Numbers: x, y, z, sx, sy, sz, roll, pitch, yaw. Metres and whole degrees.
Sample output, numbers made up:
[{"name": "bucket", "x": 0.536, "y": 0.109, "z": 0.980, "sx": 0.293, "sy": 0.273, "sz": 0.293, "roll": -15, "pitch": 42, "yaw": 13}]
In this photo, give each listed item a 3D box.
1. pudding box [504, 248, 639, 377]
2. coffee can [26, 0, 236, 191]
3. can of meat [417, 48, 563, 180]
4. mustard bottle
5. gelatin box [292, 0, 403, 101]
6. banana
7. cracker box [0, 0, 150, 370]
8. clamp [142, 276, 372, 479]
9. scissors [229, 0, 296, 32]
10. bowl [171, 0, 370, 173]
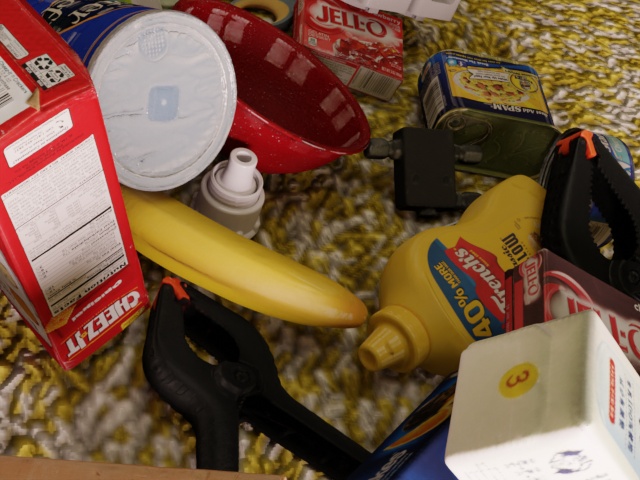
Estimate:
[{"name": "pudding box", "x": 0.155, "y": 0.068, "z": 0.604, "sx": 0.113, "sy": 0.039, "sz": 0.090, "roll": 28, "pitch": 50, "yaw": -27}, {"name": "coffee can", "x": -0.133, "y": -0.096, "z": 0.647, "sx": 0.102, "sy": 0.103, "sz": 0.141, "roll": -22, "pitch": 30, "yaw": -36}, {"name": "can of meat", "x": 0.128, "y": -0.099, "z": 0.828, "sx": 0.102, "sy": 0.057, "sz": 0.084, "roll": 9, "pitch": 45, "yaw": -14}, {"name": "mustard bottle", "x": 0.093, "y": 0.033, "z": 0.685, "sx": 0.191, "sy": 0.058, "sz": 0.096, "roll": -30, "pitch": 87, "yaw": -38}, {"name": "gelatin box", "x": 0.021, "y": -0.157, "z": 0.846, "sx": 0.089, "sy": 0.030, "sz": 0.073, "roll": 17, "pitch": 49, "yaw": -18}, {"name": "banana", "x": -0.065, "y": 0.003, "z": 0.641, "sx": 0.198, "sy": 0.037, "sz": 0.069, "roll": 29, "pitch": 23, "yaw": 14}, {"name": "cracker box", "x": -0.168, "y": -0.050, "z": 0.544, "sx": 0.072, "sy": 0.214, "sz": 0.164, "roll": -36, "pitch": 68, "yaw": -20}, {"name": "clamp", "x": -0.039, "y": 0.090, "z": 0.598, "sx": 0.120, "sy": 0.039, "sz": 0.171, "roll": 6, "pitch": 43, "yaw": -40}, {"name": "scissors", "x": -0.001, "y": -0.194, "z": 0.893, "sx": 0.201, "sy": 0.016, "sz": 0.096, "roll": 8, "pitch": 48, "yaw": -15}, {"name": "bowl", "x": -0.045, "y": -0.096, "z": 0.735, "sx": 0.162, "sy": 0.055, "sz": 0.162, "roll": 30, "pitch": 27, "yaw": -18}]
